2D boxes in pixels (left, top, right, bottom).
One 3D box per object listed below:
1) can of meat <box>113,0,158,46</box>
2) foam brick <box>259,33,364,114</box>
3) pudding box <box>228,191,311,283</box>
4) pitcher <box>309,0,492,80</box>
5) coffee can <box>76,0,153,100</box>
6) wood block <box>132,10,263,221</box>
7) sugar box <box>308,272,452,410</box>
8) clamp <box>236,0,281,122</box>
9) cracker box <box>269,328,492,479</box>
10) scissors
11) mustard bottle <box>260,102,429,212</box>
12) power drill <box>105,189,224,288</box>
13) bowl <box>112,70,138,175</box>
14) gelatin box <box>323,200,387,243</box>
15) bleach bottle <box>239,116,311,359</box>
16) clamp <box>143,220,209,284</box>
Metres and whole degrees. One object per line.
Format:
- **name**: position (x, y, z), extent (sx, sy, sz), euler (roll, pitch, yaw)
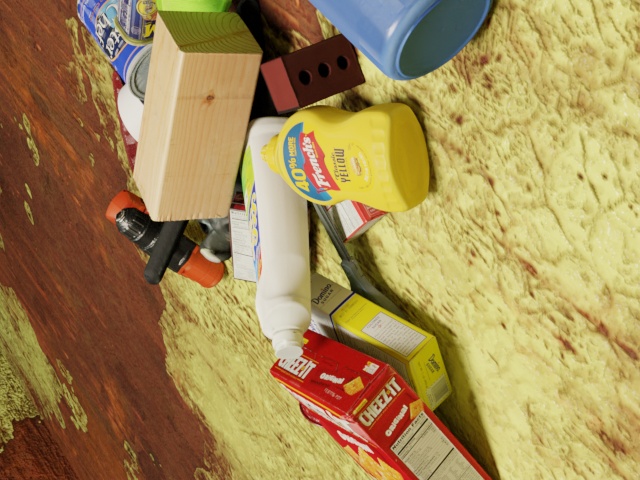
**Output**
- **can of meat**: position (-0.182, -0.279, 1.218), extent (0.057, 0.101, 0.084), euler (55, 150, 24)
- **foam brick**: position (-0.008, -0.158, 1.012), extent (0.051, 0.078, 0.053), euler (-3, 111, 63)
- **pudding box**: position (-0.058, 0.002, 1.237), extent (0.090, 0.039, 0.113), euler (11, 130, 12)
- **pitcher**: position (0.026, -0.248, 0.827), extent (0.243, 0.145, 0.149), euler (51, 175, 22)
- **coffee can**: position (-0.222, -0.256, 1.312), extent (0.140, 0.102, 0.103), euler (53, 152, 25)
- **wood block**: position (-0.134, -0.130, 1.135), extent (0.090, 0.090, 0.206), euler (59, 143, 44)
- **sugar box**: position (0.052, 0.105, 1.112), extent (0.176, 0.048, 0.093), euler (31, 152, 41)
- **clamp**: position (-0.068, -0.176, 1.162), extent (0.120, 0.039, 0.172), euler (67, 154, 24)
- **cracker box**: position (0.064, 0.197, 1.093), extent (0.213, 0.072, 0.164), euler (49, 164, -27)
- **scissors**: position (0.046, 0.039, 1.105), extent (0.096, 0.016, 0.201), euler (27, 147, 43)
- **mustard bottle**: position (0.012, -0.081, 1.013), extent (0.192, 0.058, 0.096), euler (7, 118, 46)
- **power drill**: position (-0.240, -0.012, 1.521), extent (0.184, 0.057, 0.188), euler (38, 179, -35)
- **bowl**: position (-0.240, -0.158, 1.462), extent (0.162, 0.055, 0.162), euler (166, 90, -76)
- **gelatin box**: position (0.027, -0.042, 1.099), extent (0.073, 0.030, 0.089), euler (62, 156, 8)
- **bleach bottle**: position (-0.042, 0.000, 1.106), extent (0.103, 0.068, 0.251), euler (110, 157, -56)
- **clamp**: position (-0.171, -0.051, 1.364), extent (0.036, 0.164, 0.210), euler (22, 129, 16)
